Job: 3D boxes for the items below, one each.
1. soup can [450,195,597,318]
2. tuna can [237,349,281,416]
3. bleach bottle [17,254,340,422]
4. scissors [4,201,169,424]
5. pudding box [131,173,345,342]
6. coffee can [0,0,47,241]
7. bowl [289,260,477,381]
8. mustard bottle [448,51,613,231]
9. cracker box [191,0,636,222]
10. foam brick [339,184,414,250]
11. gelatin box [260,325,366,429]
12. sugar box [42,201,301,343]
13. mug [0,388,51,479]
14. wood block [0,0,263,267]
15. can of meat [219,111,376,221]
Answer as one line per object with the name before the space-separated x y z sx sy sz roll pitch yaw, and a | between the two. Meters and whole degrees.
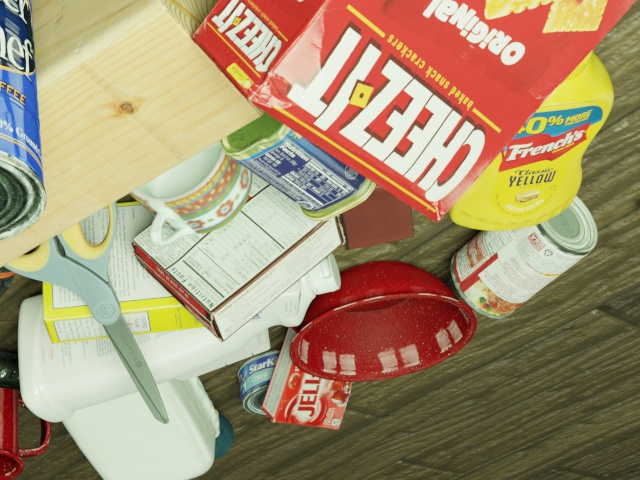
soup can | 0.160 0.008 0.845 0.068 0.068 0.102 11 142 -30
tuna can | -0.036 0.139 1.035 0.086 0.034 0.086 -7 149 -4
bleach bottle | -0.106 0.062 0.824 0.251 0.102 0.068 -15 153 11
scissors | -0.162 0.041 0.699 0.096 0.016 0.202 -9 110 -8
pudding box | -0.055 0.001 0.711 0.113 0.090 0.039 -40 148 -17
coffee can | -0.179 -0.078 0.477 0.102 0.140 0.103 -8 157 -4
bowl | 0.050 0.064 0.915 0.162 0.055 0.162 -7 149 -4
mustard bottle | 0.141 -0.080 0.706 0.096 0.058 0.192 -7 148 -7
cracker box | 0.069 -0.129 0.520 0.214 0.072 0.164 -50 137 11
foam brick | 0.035 -0.038 0.751 0.051 0.053 0.078 -11 150 2
gelatin box | -0.006 0.127 0.980 0.073 0.030 0.089 13 100 -32
sugar box | -0.107 0.017 0.761 0.176 0.093 0.048 -4 149 -9
mug | -0.302 0.168 0.962 0.117 0.081 0.093 3 146 -20
wood block | -0.144 -0.072 0.583 0.206 0.090 0.090 -27 135 18
can of meat | -0.016 -0.075 0.631 0.058 0.102 0.083 -26 143 26
